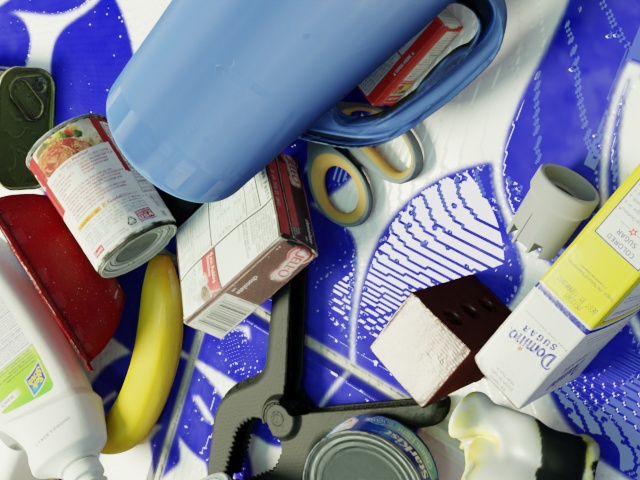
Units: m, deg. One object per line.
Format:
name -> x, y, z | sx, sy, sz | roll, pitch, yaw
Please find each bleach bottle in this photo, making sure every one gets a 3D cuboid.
bleach bottle -> -0.252, 0.109, 0.878 | 0.102, 0.068, 0.251 | -43, 62, 8

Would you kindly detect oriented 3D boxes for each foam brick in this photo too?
foam brick -> 0.079, 0.060, 0.664 | 0.053, 0.078, 0.051 | 47, 121, 21

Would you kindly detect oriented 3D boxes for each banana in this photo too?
banana -> -0.146, 0.106, 0.851 | 0.070, 0.037, 0.198 | 39, 116, 22

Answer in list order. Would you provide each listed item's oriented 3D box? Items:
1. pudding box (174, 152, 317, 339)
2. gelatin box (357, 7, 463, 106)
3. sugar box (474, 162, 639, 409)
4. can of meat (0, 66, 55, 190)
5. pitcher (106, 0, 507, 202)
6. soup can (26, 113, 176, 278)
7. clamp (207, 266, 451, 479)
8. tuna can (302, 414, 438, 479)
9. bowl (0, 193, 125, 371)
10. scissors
pudding box -> -0.055, 0.001, 0.751 | 0.114, 0.039, 0.090 | -40, 43, 30
gelatin box -> 0.038, -0.144, 0.693 | 0.073, 0.030, 0.089 | -47, 70, 31
sugar box -> 0.165, 0.012, 0.588 | 0.048, 0.093, 0.176 | 49, 120, 20
can of meat -> -0.274, -0.099, 0.900 | 0.084, 0.057, 0.102 | 13, 103, 36
pitcher -> -0.017, -0.124, 0.645 | 0.243, 0.144, 0.149 | -42, 61, 35
soup can -> -0.159, -0.032, 0.778 | 0.069, 0.068, 0.102 | -43, 77, 31
clamp -> -0.024, 0.113, 0.768 | 0.210, 0.036, 0.165 | -45, 71, 27
tuna can -> 0.034, 0.159, 0.704 | 0.086, 0.033, 0.086 | 7, 107, 24
bowl -> -0.200, 0.021, 0.837 | 0.162, 0.055, 0.162 | 54, 167, 19
scissors -> -0.015, -0.085, 0.747 | 0.202, 0.016, 0.096 | 35, 115, 26
